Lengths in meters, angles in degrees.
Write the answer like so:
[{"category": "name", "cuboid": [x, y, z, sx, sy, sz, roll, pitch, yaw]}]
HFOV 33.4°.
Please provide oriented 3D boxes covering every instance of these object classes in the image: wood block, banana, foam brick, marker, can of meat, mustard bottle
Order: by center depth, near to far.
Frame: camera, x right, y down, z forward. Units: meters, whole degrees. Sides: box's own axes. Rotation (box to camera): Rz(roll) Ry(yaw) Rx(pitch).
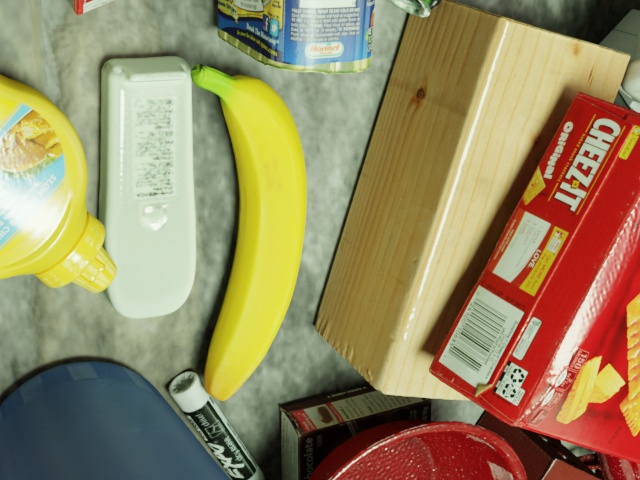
[{"category": "mustard bottle", "cuboid": [-0.165, -0.037, 0.487, 0.096, 0.058, 0.191, -47, 122, -4]}, {"category": "can of meat", "cuboid": [-0.012, -0.130, 0.503, 0.057, 0.102, 0.084, -8, 116, -24]}, {"category": "banana", "cuboid": [-0.038, -0.007, 0.577, 0.069, 0.037, 0.198, -16, 120, -28]}, {"category": "wood block", "cuboid": [0.079, -0.023, 0.600, 0.090, 0.091, 0.206, 8, 107, -29]}, {"category": "marker", "cuboid": [-0.054, 0.126, 0.637, 0.020, 0.020, 0.121, -35, 122, -10]}, {"category": "foam brick", "cuboid": [0.137, 0.153, 0.710, 0.053, 0.078, 0.051, 30, 96, -33]}]

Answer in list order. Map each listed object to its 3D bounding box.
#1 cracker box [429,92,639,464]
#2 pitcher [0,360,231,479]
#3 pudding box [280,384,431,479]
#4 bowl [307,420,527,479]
[{"category": "cracker box", "cuboid": [0.181, 0.037, 0.588, 0.213, 0.072, 0.164, 22, 97, -42]}, {"category": "pitcher", "cuboid": [-0.082, 0.163, 0.503, 0.144, 0.243, 0.149, 10, 106, -30]}, {"category": "pudding box", "cuboid": [0.022, 0.149, 0.672, 0.089, 0.039, 0.113, -12, 115, -22]}, {"category": "bowl", "cuboid": [0.042, 0.165, 0.632, 0.161, 0.055, 0.162, -10, 117, -22]}]
